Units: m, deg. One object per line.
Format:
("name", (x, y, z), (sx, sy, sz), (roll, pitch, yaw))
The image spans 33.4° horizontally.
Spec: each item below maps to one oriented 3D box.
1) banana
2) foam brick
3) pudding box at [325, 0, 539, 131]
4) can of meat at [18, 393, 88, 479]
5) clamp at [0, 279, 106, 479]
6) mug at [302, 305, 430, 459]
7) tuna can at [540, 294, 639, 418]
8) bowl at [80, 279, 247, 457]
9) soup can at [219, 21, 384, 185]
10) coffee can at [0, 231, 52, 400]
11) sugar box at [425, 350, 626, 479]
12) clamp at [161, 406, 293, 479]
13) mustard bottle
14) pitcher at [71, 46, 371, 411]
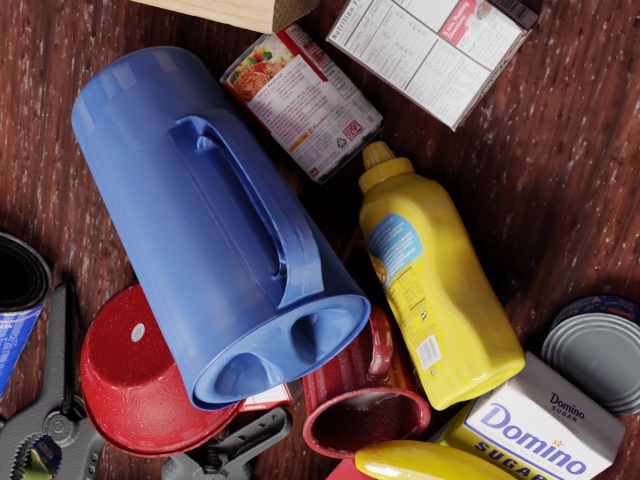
("banana", (0.119, 0.197, 0.768), (0.198, 0.037, 0.069), (40, 78, 5))
("foam brick", (-0.007, 0.011, 0.812), (0.053, 0.051, 0.078), (22, 120, 13))
("pudding box", (0.073, -0.142, 0.713), (0.113, 0.039, 0.090), (38, 123, 4))
("can of meat", (-0.263, 0.199, 0.990), (0.102, 0.083, 0.057), (-33, 99, 31))
("clamp", (-0.221, 0.149, 0.914), (0.165, 0.036, 0.210), (41, 89, 16))
("mug", (0.030, 0.095, 0.783), (0.093, 0.081, 0.117), (0, 138, -12))
("tuna can", (0.204, 0.083, 0.767), (0.086, 0.033, 0.086), (9, 117, 19))
("bowl", (-0.129, 0.084, 0.834), (0.162, 0.162, 0.055), (-1, 151, 23))
("soup can", (-0.012, -0.098, 0.752), (0.102, 0.068, 0.069), (47, 122, -5))
("coffee can", (-0.307, 0.074, 0.938), (0.103, 0.102, 0.140), (35, 122, 4))
("sugar box", (0.138, 0.165, 0.806), (0.093, 0.048, 0.176), (37, 138, 3))
("clamp", (-0.084, 0.186, 0.913), (0.120, 0.039, 0.171), (1, 147, -2))
("mustard bottle", (0.073, 0.016, 0.748), (0.192, 0.058, 0.096), (67, 157, 16))
("pitcher", (-0.076, -0.021, 0.731), (0.149, 0.144, 0.243), (-38, 66, 16))
